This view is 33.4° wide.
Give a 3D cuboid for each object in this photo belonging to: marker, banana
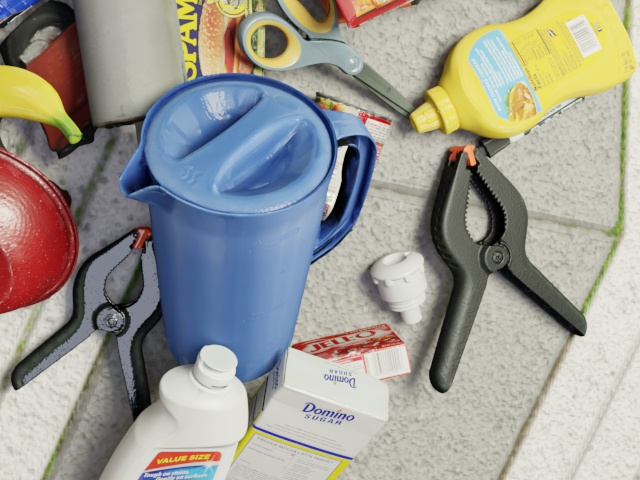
[{"bbox_3d":[0.190,-0.108,0.941,0.121,0.020,0.020,-32,104,-4],"label":"marker"},{"bbox_3d":[-0.271,-0.088,0.775,0.198,0.037,0.069,-11,67,9],"label":"banana"}]

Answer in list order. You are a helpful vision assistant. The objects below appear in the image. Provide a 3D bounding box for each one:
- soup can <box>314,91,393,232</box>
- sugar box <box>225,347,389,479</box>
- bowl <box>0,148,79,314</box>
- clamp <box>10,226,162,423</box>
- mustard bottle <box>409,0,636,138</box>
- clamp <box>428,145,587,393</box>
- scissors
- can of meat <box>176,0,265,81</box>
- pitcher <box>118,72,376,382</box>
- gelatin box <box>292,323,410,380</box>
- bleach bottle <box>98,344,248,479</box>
[{"bbox_3d":[0.012,-0.065,0.890,0.068,0.068,0.102,17,97,-13],"label":"soup can"},{"bbox_3d":[-0.022,0.165,0.889,0.093,0.048,0.176,21,131,-14],"label":"sugar box"},{"bbox_3d":[-0.272,0.004,0.820,0.162,0.055,0.162,4,124,5],"label":"bowl"},{"bbox_3d":[-0.186,0.068,0.892,0.120,0.039,0.171,11,91,-17],"label":"clamp"},{"bbox_3d":[0.164,-0.141,0.908,0.191,0.058,0.096,-27,89,-4],"label":"mustard bottle"},{"bbox_3d":[0.140,0.022,0.936,0.164,0.036,0.210,-26,102,-21],"label":"clamp"},{"bbox_3d":[0.006,-0.138,0.868,0.096,0.016,0.201,-41,126,-6],"label":"scissors"},{"bbox_3d":[-0.090,-0.164,0.860,0.083,0.057,0.102,0,101,-14],"label":"can of meat"},{"bbox_3d":[-0.055,0.001,0.807,0.149,0.243,0.145,19,52,8],"label":"pitcher"},{"bbox_3d":[0.025,0.101,0.919,0.089,0.073,0.030,-12,101,-8],"label":"gelatin box"},{"bbox_3d":[-0.128,0.182,0.857,0.102,0.068,0.251,15,123,-15],"label":"bleach bottle"}]
